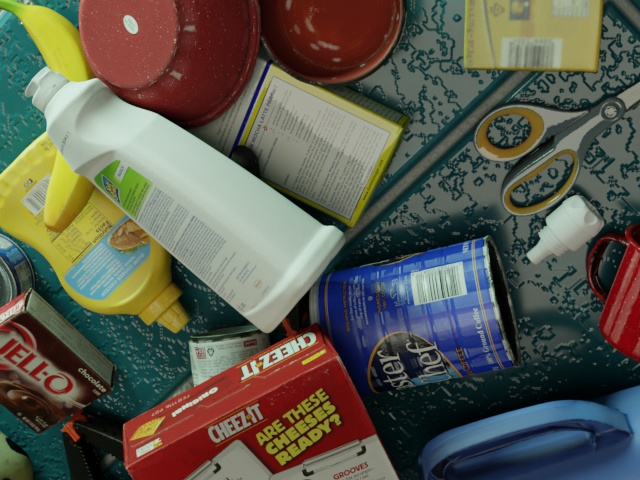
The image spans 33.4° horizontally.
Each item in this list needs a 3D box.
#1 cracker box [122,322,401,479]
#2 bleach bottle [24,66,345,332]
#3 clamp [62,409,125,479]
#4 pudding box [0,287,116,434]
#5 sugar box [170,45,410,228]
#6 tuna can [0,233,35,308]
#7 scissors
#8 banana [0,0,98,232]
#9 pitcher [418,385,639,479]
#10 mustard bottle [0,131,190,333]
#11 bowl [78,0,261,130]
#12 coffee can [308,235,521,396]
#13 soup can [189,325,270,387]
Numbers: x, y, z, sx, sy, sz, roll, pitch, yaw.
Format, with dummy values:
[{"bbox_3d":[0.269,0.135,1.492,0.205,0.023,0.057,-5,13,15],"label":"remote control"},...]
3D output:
[{"bbox_3d":[-0.024,0.191,0.784,0.164,0.072,0.213,-28,113,-4],"label":"cracker box"},{"bbox_3d":[-0.108,-0.043,0.779,0.251,0.068,0.103,39,142,0],"label":"bleach bottle"},{"bbox_3d":[-0.147,0.233,0.956,0.165,0.036,0.210,-29,102,17],"label":"clamp"},{"bbox_3d":[-0.247,0.106,0.921,0.090,0.039,0.113,-31,122,19],"label":"pudding box"},{"bbox_3d":[-0.029,-0.091,0.834,0.176,0.048,0.093,28,112,6],"label":"sugar box"},{"bbox_3d":[-0.296,0.036,0.933,0.086,0.033,0.086,3,106,11],"label":"tuna can"},{"bbox_3d":[0.197,-0.104,0.796,0.096,0.016,0.202,40,110,-1],"label":"scissors"},{"bbox_3d":[-0.203,-0.105,0.846,0.069,0.037,0.198,-14,80,-8],"label":"banana"},{"bbox_3d":[0.201,0.179,0.815,0.243,0.149,0.145,-22,85,14],"label":"pitcher"},{"bbox_3d":[-0.181,0.003,0.885,0.096,0.058,0.191,-44,93,5],"label":"mustard bottle"},{"bbox_3d":[-0.125,-0.159,0.786,0.162,0.055,0.162,7,105,29],"label":"bowl"},{"bbox_3d":[0.074,0.061,0.824,0.140,0.102,0.103,-14,102,15],"label":"coffee can"},{"bbox_3d":[-0.070,0.125,0.882,0.068,0.068,0.102,-7,90,14],"label":"soup can"}]
